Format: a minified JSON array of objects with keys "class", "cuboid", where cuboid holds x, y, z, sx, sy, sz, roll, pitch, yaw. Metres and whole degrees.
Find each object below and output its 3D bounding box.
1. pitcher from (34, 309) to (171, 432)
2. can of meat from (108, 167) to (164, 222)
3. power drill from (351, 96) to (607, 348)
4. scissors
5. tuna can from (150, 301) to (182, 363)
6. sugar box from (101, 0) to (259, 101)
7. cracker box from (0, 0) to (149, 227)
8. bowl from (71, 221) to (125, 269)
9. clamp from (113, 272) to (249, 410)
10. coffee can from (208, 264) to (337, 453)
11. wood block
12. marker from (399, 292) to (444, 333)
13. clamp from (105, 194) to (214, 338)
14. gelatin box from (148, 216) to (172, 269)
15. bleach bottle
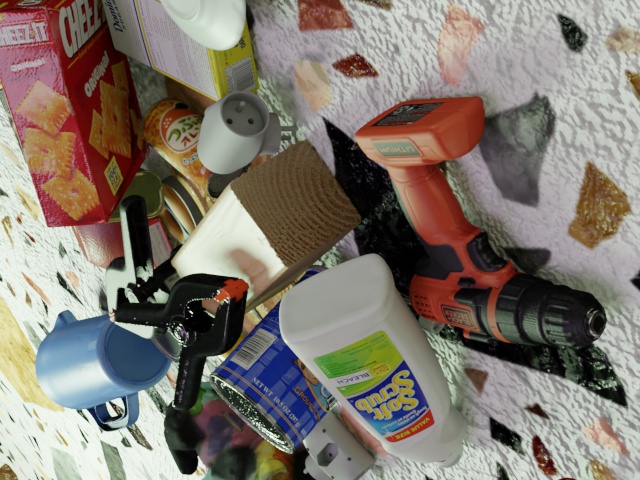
[{"class":"pitcher","cuboid":[-0.296,0.174,1.490,0.149,0.145,0.243,31,155,-22]},{"class":"can of meat","cuboid":[-0.225,-0.048,1.158,0.084,0.102,0.057,-168,71,-71]},{"class":"power drill","cuboid":[0.109,-0.009,0.770,0.185,0.057,0.187,6,125,54]},{"class":"scissors","cuboid":[-0.125,0.020,1.191,0.202,0.016,0.096,60,152,-7]},{"class":"tuna can","cuboid":[-0.191,0.112,1.364,0.086,0.033,0.086,37,146,30]},{"class":"sugar box","cuboid":[-0.130,-0.193,0.954,0.176,0.048,0.093,34,145,39]},{"class":"cracker box","cuboid":[-0.233,-0.144,1.021,0.072,0.164,0.214,-3,119,10]},{"class":"bowl","cuboid":[-0.269,-0.025,1.276,0.162,0.055,0.162,58,162,30]},{"class":"clamp","cuboid":[-0.129,0.074,0.994,0.120,0.039,0.172,44,128,6]},{"class":"coffee can","cuboid":[-0.017,0.106,0.969,0.103,0.140,0.103,38,161,15]},{"class":"wood block","cuboid":[-0.057,0.001,0.992,0.090,0.090,0.206,55,152,4]},{"class":"marker","cuboid":[0.060,0.050,0.943,0.121,0.020,0.020,27,140,41]},{"class":"clamp","cuboid":[-0.182,0.042,1.094,0.210,0.036,0.164,-19,101,59]},{"class":"gelatin box","cuboid":[-0.196,0.008,1.254,0.073,0.030,0.089,31,146,60]},{"class":"bleach bottle","cuboid":[0.067,0.120,0.911,0.250,0.103,0.068,51,-156,-39]}]
